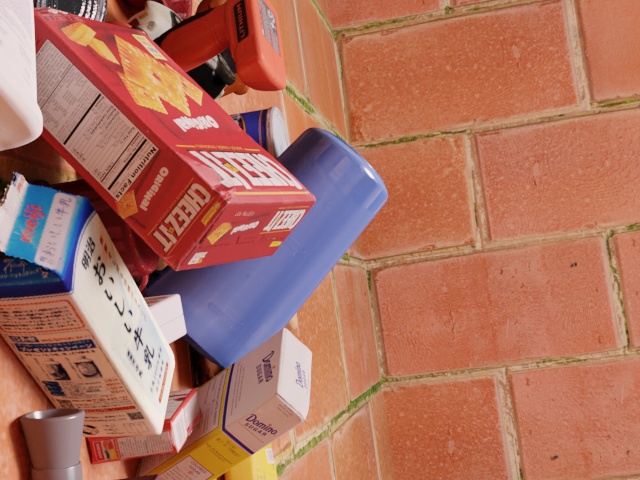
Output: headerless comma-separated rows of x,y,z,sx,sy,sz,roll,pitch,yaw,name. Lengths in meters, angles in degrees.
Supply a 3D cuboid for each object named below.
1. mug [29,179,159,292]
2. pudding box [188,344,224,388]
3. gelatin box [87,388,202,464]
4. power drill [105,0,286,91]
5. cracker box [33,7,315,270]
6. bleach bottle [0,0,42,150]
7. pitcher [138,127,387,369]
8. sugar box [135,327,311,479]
-0.172,0.002,0.836,0.093,0.081,0.117,-86,165,-54,mug
-0.108,0.099,1.146,0.090,0.039,0.113,-21,-105,56,pudding box
-0.145,0.154,0.893,0.089,0.073,0.030,-57,137,-77,gelatin box
-0.125,-0.141,0.943,0.057,0.188,0.184,45,32,-56,power drill
-0.122,-0.078,0.803,0.214,0.072,0.164,44,17,14,cracker box
-0.230,-0.190,0.719,0.102,0.068,0.251,65,16,-60,bleach bottle
-0.057,0.001,1.043,0.145,0.243,0.149,38,-8,32,pitcher
-0.086,0.160,0.949,0.048,0.176,0.093,46,24,-24,sugar box
